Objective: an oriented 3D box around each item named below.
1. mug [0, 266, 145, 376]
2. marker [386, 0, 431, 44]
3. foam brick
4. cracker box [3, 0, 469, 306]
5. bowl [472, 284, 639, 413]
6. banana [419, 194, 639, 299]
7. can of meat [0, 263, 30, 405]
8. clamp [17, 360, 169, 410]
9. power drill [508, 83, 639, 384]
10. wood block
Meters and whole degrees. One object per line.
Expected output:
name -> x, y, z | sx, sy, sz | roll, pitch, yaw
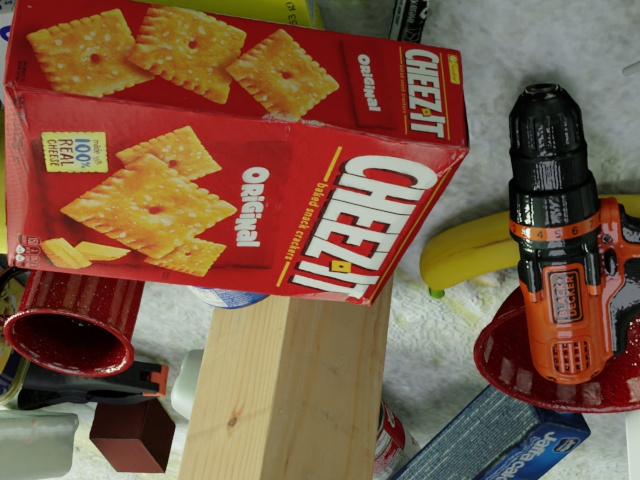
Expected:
mug -> -0.183, 0.041, 0.773 | 0.117, 0.081, 0.093 | 2, 144, 9
marker -> 0.048, -0.129, 0.538 | 0.020, 0.020, 0.121 | 9, 145, -1
foam brick -> -0.173, 0.177, 0.989 | 0.051, 0.053, 0.078 | -1, 143, 13
cracker box -> -0.052, -0.038, 0.552 | 0.213, 0.072, 0.164 | 7, 148, -12
bowl -> 0.188, 0.060, 0.742 | 0.162, 0.055, 0.162 | 6, 146, 4
banana -> 0.136, -0.001, 0.689 | 0.198, 0.037, 0.069 | -17, 164, 36
can of meat -> -0.262, 0.062, 0.806 | 0.058, 0.102, 0.084 | -11, 139, 26
clamp -> -0.220, 0.119, 0.924 | 0.172, 0.039, 0.120 | -8, 160, 19
power drill -> 0.203, -0.010, 0.609 | 0.188, 0.057, 0.184 | -6, 114, 11
wood block -> -0.020, 0.090, 0.700 | 0.090, 0.206, 0.091 | 34, 138, -31
